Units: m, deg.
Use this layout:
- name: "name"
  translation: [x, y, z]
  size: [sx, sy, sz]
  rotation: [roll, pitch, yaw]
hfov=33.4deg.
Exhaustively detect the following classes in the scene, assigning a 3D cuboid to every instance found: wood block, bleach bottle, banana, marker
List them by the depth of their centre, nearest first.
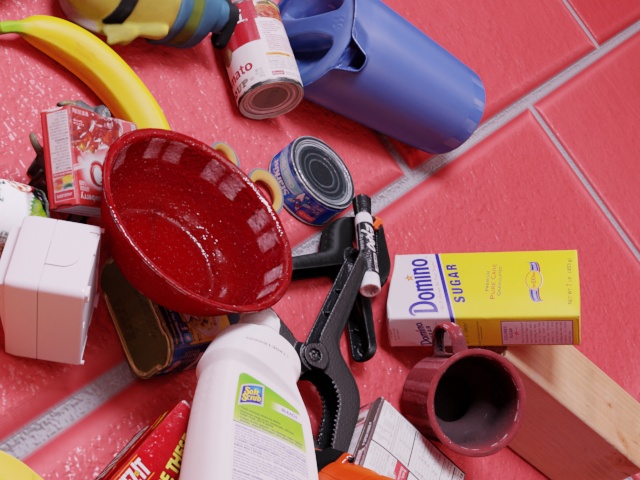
- name: "bleach bottle"
  translation: [-0.040, 0.146, 0.689]
  size: [0.102, 0.068, 0.251]
  rotation: [33, 36, -26]
- name: "banana"
  translation: [-0.182, -0.125, 0.900]
  size: [0.197, 0.037, 0.069]
  rotation: [43, 57, -12]
- name: "marker"
  translation: [0.042, 0.001, 0.993]
  size: [0.020, 0.020, 0.121]
  rotation: [30, 37, -30]
- name: "wood block"
  translation: [0.224, 0.158, 1.072]
  size: [0.206, 0.091, 0.090]
  rotation: [39, 38, -20]

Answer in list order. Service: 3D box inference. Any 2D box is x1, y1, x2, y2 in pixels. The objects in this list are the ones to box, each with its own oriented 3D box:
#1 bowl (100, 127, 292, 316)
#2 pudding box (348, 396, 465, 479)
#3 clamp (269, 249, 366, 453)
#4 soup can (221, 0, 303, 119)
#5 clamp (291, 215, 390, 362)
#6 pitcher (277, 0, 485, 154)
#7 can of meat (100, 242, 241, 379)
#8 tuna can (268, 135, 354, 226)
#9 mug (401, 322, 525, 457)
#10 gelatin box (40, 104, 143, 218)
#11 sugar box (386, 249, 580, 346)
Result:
- name: "bowl"
  translation: [-0.099, -0.002, 0.767]
  size: [0.162, 0.055, 0.162]
  rotation: [31, 35, -25]
- name: "pudding box"
  translation: [0.068, 0.202, 0.905]
  size: [0.113, 0.039, 0.090]
  rotation: [45, 36, -15]
- name: "clamp"
  translation: [-0.007, 0.094, 0.885]
  size: [0.164, 0.036, 0.210]
  rotation: [-5, 71, -36]
- name: "soup can"
  translation: [-0.061, -0.179, 1.050]
  size: [0.068, 0.069, 0.102]
  rotation: [9, 55, -45]
- name: "clamp"
  translation: [0.017, 0.023, 0.997]
  size: [0.120, 0.039, 0.171]
  rotation: [45, 33, -20]
- name: "pitcher"
  translation: [0.062, -0.187, 1.158]
  size: [0.242, 0.145, 0.149]
  rotation: [23, 58, -41]
- name: "can of meat"
  translation: [-0.111, 0.051, 0.812]
  size: [0.083, 0.058, 0.102]
  rotation: [-7, 66, -48]
- name: "tuna can"
  translation: [-0.007, -0.059, 1.039]
  size: [0.086, 0.034, 0.086]
  rotation: [29, 42, -30]
- name: "mug"
  translation: [0.121, 0.131, 0.955]
  size: [0.093, 0.082, 0.117]
  rotation: [-13, 90, -17]
- name: "gelatin box"
  translation: [-0.166, -0.055, 0.788]
  size: [0.089, 0.030, 0.073]
  rotation: [10, 72, -66]
- name: "sugar box"
  translation: [0.153, 0.054, 1.006]
  size: [0.093, 0.176, 0.048]
  rotation: [-77, 163, -49]
